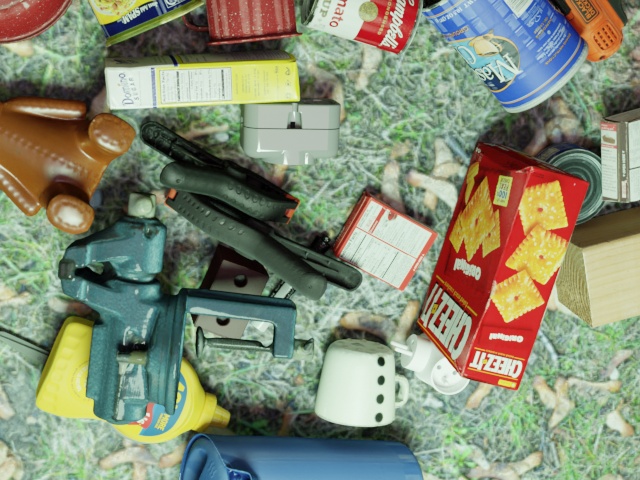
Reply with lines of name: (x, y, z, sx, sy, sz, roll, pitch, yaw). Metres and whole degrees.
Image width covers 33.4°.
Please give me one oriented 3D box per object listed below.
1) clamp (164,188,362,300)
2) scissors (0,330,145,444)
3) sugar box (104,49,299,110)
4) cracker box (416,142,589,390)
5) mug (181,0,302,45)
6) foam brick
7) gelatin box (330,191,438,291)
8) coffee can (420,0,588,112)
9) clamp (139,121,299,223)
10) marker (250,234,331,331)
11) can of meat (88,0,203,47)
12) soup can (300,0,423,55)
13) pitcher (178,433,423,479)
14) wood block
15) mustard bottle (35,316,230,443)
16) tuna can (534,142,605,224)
clamp: (-0.057, 0.001, 1.049, 0.210, 0.164, 0.036, 29, 96, 19)
scissors: (-0.227, 0.131, 1.100, 0.096, 0.016, 0.201, -43, 109, 1)
sugar box: (-0.113, -0.152, 1.005, 0.176, 0.093, 0.048, -6, 106, -9)
cracker box: (0.175, 0.018, 1.072, 0.072, 0.164, 0.214, 15, 101, -13)
mug: (-0.078, -0.227, 1.001, 0.117, 0.093, 0.081, -2, 102, 19)
foam brick: (-0.093, 0.054, 1.087, 0.053, 0.051, 0.078, 22, 100, -17)
gelatin box: (0.066, 0.001, 1.116, 0.089, 0.030, 0.073, 28, 99, -17)
coffee can: (0.179, -0.210, 1.042, 0.103, 0.103, 0.140, -44, 108, 3)
clamp: (-0.094, -0.055, 1.026, 0.171, 0.120, 0.039, 24, 113, -20)
marker: (-0.030, 0.043, 1.114, 0.020, 0.020, 0.121, 36, 96, -18)
can of meat: (-0.169, -0.234, 0.972, 0.102, 0.057, 0.084, -12, 110, 37)
soup can: (0.039, -0.225, 1.029, 0.102, 0.068, 0.068, 14, 102, -14)
pitcher: (-0.023, 0.268, 1.112, 0.242, 0.149, 0.145, 5, 107, -27)
wood block: (0.363, 0.014, 1.147, 0.206, 0.091, 0.090, -14, 107, -7)
mustard bottle: (-0.181, 0.151, 1.075, 0.191, 0.058, 0.096, 22, 92, -17)
tuna can: (0.263, -0.060, 1.137, 0.086, 0.034, 0.086, -3, 106, -11)
